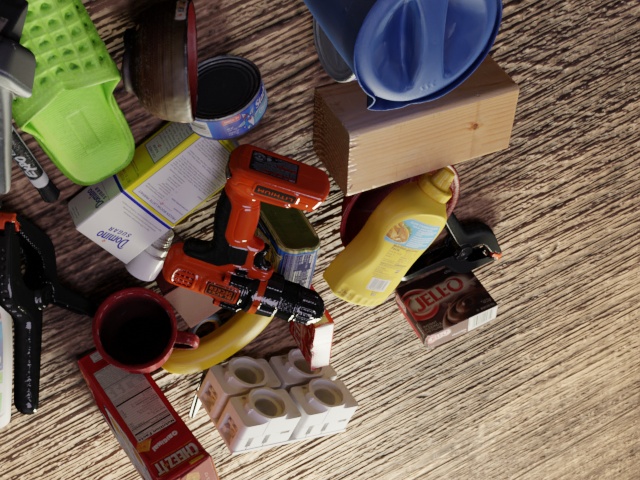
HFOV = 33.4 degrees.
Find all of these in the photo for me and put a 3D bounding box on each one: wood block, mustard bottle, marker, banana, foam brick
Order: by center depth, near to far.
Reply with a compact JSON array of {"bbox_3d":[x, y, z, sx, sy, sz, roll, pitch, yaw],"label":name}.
[{"bbox_3d":[-0.284,-0.076,1.034,0.020,0.020,0.121,-29,141,-5],"label":"marker"},{"bbox_3d":[0.103,-0.133,1.179,0.205,0.090,0.091,-17,138,-18],"label":"wood block"},{"bbox_3d":[-0.153,0.052,1.232,0.053,0.051,0.078,-32,141,-2],"label":"foam brick"},{"bbox_3d":[0.091,-0.009,1.235,0.096,0.058,0.192,14,123,-44],"label":"mustard bottle"},{"bbox_3d":[-0.119,0.113,1.305,0.198,0.037,0.069,-29,138,-2],"label":"banana"}]

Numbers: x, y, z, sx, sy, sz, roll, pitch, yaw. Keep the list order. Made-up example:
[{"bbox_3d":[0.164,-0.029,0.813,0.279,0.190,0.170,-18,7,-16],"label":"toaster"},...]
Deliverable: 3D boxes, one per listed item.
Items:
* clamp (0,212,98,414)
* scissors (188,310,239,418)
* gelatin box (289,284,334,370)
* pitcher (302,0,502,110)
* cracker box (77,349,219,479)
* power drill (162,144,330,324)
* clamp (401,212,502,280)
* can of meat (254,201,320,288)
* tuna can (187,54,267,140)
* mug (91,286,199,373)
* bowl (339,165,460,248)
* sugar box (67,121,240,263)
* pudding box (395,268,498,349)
[{"bbox_3d":[-0.293,0.053,1.114,0.036,0.164,0.210,3,122,17],"label":"clamp"},{"bbox_3d":[-0.154,0.156,1.369,0.096,0.016,0.202,14,122,-40],"label":"scissors"},{"bbox_3d":[-0.013,0.112,1.371,0.030,0.073,0.089,-15,139,-20],"label":"gelatin box"},{"bbox_3d":[0.042,-0.241,0.902,0.149,0.243,0.145,-32,141,-1],"label":"pitcher"},{"bbox_3d":[-0.194,0.240,1.270,0.072,0.214,0.164,-31,141,-18],"label":"cracker box"},{"bbox_3d":[-0.057,0.001,1.122,0.184,0.057,0.188,18,125,-11],"label":"power drill"},{"bbox_3d":[0.182,0.000,1.413,0.171,0.039,0.120,-5,139,-38],"label":"clamp"},{"bbox_3d":[-0.044,0.011,1.223,0.057,0.102,0.084,-9,133,-26],"label":"can of meat"},{"bbox_3d":[-0.095,-0.139,1.043,0.086,0.086,0.033,-28,142,-7],"label":"tuna can"},{"bbox_3d":[-0.196,0.108,1.210,0.117,0.093,0.081,6,165,-4],"label":"mug"},{"bbox_3d":[0.085,-0.052,1.278,0.162,0.055,0.162,-18,139,-17],"label":"bowl"},{"bbox_3d":[-0.168,-0.059,1.112,0.176,0.048,0.093,-35,143,8],"label":"sugar box"},{"bbox_3d":[0.171,0.088,1.456,0.113,0.090,0.039,-21,141,-15],"label":"pudding box"}]
